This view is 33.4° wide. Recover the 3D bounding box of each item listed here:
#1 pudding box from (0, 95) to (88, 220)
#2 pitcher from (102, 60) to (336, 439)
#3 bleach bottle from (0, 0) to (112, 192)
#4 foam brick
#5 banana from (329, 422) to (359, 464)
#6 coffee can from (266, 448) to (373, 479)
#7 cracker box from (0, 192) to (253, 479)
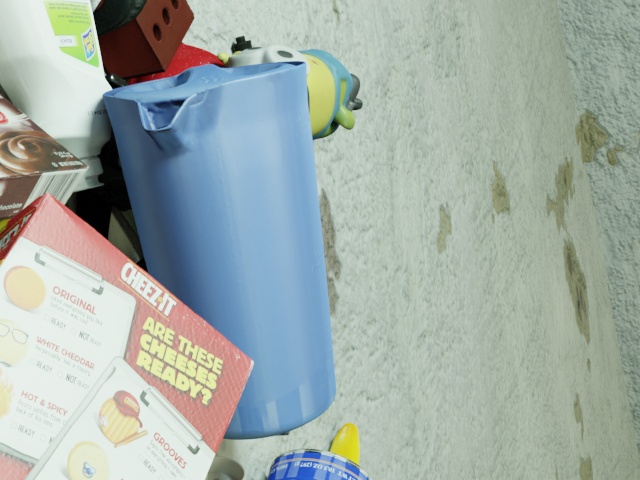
[{"bbox_3d":[-0.204,-0.051,0.616,0.039,0.090,0.113,-56,165,18],"label":"pudding box"},{"bbox_3d":[-0.055,0.001,0.727,0.149,0.145,0.243,-16,106,-27],"label":"pitcher"},{"bbox_3d":[-0.189,-0.153,0.685,0.102,0.068,0.251,-28,105,-67],"label":"bleach bottle"},{"bbox_3d":[-0.140,-0.169,0.830,0.078,0.051,0.053,-73,146,-42],"label":"foam brick"},{"bbox_3d":[0.019,0.279,1.070,0.069,0.037,0.198,65,26,-71],"label":"banana"},{"bbox_3d":[-0.014,0.266,0.917,0.140,0.103,0.102,-70,144,-45],"label":"coffee can"},{"bbox_3d":[-0.145,0.108,0.566,0.164,0.072,0.213,43,44,-22],"label":"cracker box"}]
